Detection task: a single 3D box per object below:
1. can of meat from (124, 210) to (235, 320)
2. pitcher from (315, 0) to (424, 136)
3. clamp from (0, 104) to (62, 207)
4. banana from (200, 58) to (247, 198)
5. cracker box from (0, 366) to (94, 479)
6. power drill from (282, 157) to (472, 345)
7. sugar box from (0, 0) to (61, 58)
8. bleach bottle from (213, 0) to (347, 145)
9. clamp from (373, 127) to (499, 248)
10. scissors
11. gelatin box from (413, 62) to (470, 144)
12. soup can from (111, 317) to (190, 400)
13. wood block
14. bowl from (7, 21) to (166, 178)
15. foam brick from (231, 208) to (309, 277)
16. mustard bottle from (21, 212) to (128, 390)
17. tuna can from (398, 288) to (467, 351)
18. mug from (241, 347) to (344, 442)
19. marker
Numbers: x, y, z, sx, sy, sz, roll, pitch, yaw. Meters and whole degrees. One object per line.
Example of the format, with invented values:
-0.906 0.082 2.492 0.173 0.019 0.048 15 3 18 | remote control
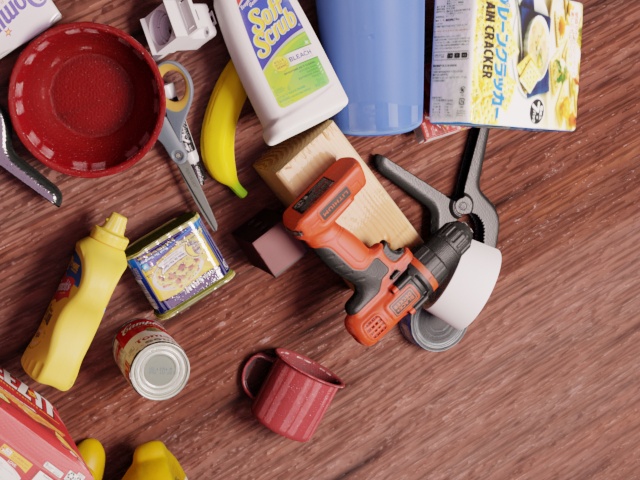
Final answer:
-0.161 0.026 1.198 0.102 0.057 0.084 -32 108 -13 | can of meat
0.046 -0.244 1.198 0.144 0.149 0.243 -15 109 -34 | pitcher
-0.343 -0.091 1.113 0.120 0.039 0.171 -15 105 -20 | clamp
-0.096 -0.149 1.203 0.069 0.037 0.198 8 99 -42 | banana
-0.326 0.183 1.078 0.164 0.214 0.072 44 81 -23 | cracker box
0.063 -0.001 1.182 0.184 0.057 0.187 -44 113 -9 | power drill
-0.347 -0.275 1.071 0.093 0.048 0.176 -36 110 -11 | sugar box
-0.070 -0.236 1.153 0.102 0.068 0.251 -28 90 -18 | bleach bottle
0.158 -0.045 1.320 0.164 0.036 0.210 -18 103 -16 | clamp
-0.146 -0.112 1.174 0.096 0.016 0.201 -37 104 13 | scissors
0.139 -0.169 1.279 0.073 0.030 0.089 -19 87 -16 | gelatin box
-0.189 0.131 1.183 0.068 0.102 0.068 -4 102 -21 | soup can
0.026 -0.035 1.242 0.090 0.090 0.206 -42 112 -10 | wood block
-0.242 -0.149 1.120 0.162 0.055 0.162 -1 104 -6 | bowl
-0.058 0.002 1.223 0.053 0.078 0.051 -39 111 -13 | foam brick
-0.255 0.059 1.145 0.058 0.096 0.191 25 91 -22 | mustard bottle
0.144 0.096 1.344 0.086 0.034 0.086 -4 102 -21 | tuna can
-0.041 0.179 1.266 0.117 0.093 0.081 28 95 7 | mug
-0.153 -0.117 1.193 0.020 0.020 0.121 -23 108 -16 | marker
